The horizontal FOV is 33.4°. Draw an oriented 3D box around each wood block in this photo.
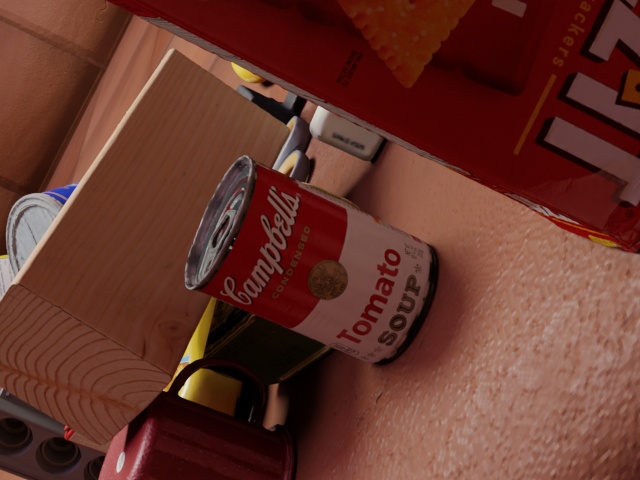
[{"bbox_3d":[-0.102,-0.002,0.605,0.090,0.090,0.206,-44,17,43],"label":"wood block"}]

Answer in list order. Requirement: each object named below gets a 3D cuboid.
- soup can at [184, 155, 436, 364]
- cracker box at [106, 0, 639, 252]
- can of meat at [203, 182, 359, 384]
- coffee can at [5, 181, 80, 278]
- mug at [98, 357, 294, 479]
[{"bbox_3d":[-0.005,0.011,0.510,0.069,0.102,0.068,-54,21,32],"label":"soup can"},{"bbox_3d":[0.045,-0.112,0.348,0.164,0.213,0.072,-64,19,6],"label":"cracker box"},{"bbox_3d":[-0.023,0.028,0.617,0.102,0.057,0.084,-42,31,51],"label":"can of meat"},{"bbox_3d":[-0.159,-0.003,0.841,0.140,0.103,0.103,-23,-20,-46],"label":"coffee can"},{"bbox_3d":[-0.067,0.120,0.581,0.093,0.081,0.117,-20,49,66],"label":"mug"}]
